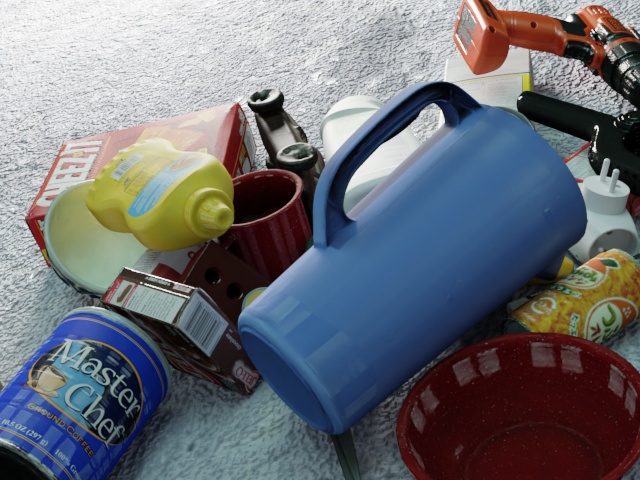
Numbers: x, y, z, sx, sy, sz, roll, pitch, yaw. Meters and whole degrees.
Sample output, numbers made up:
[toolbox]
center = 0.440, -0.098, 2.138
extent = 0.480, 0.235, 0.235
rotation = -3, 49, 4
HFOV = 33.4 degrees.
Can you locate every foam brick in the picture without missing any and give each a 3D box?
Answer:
[foam brick]
center = -0.079, 0.047, 0.877
extent = 0.053, 0.078, 0.051
rotation = -60, 13, -25

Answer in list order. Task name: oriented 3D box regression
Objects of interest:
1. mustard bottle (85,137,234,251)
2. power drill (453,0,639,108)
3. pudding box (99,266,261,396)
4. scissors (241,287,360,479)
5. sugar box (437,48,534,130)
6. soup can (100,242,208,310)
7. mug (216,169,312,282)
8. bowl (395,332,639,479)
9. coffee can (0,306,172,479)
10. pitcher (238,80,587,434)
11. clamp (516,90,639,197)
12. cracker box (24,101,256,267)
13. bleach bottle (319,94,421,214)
[mustard bottle]
center = -0.128, -0.036, 0.920
extent = 0.096, 0.058, 0.192
rotation = -44, 31, -17
[power drill]
center = 0.238, -0.191, 1.071
extent = 0.187, 0.057, 0.184
rotation = 6, 32, -14
[pudding box]
center = -0.105, 0.072, 0.838
extent = 0.090, 0.113, 0.039
rotation = 12, 60, 39
[scissors]
center = -0.016, 0.098, 0.797
extent = 0.096, 0.016, 0.201
rotation = -1, 47, 5
[sugar box]
center = 0.171, -0.137, 1.089
extent = 0.093, 0.048, 0.176
rotation = -6, 30, 15
[soup can]
center = -0.139, 0.045, 0.939
extent = 0.069, 0.068, 0.102
rotation = 1, 36, 27
[mug]
center = -0.056, 0.001, 0.952
extent = 0.093, 0.081, 0.117
rotation = 7, 39, 34
[bowl]
center = 0.133, 0.130, 0.687
extent = 0.162, 0.055, 0.162
rotation = -13, 32, 8
[coffee can]
center = -0.189, 0.132, 0.796
extent = 0.103, 0.103, 0.140
rotation = 2, 37, 28
[pitcher]
center = 0.057, 0.013, 0.754
extent = 0.242, 0.145, 0.149
rotation = -40, 67, -19
[clamp]
center = 0.261, -0.093, 0.924
extent = 0.164, 0.036, 0.210
rotation = -9, 35, 9
[cracker box]
center = -0.183, -0.064, 1.122
extent = 0.214, 0.072, 0.164
rotation = -11, 32, 11
[bleach bottle]
center = 0.055, -0.088, 1.055
extent = 0.102, 0.068, 0.251
rotation = -14, 30, 1
